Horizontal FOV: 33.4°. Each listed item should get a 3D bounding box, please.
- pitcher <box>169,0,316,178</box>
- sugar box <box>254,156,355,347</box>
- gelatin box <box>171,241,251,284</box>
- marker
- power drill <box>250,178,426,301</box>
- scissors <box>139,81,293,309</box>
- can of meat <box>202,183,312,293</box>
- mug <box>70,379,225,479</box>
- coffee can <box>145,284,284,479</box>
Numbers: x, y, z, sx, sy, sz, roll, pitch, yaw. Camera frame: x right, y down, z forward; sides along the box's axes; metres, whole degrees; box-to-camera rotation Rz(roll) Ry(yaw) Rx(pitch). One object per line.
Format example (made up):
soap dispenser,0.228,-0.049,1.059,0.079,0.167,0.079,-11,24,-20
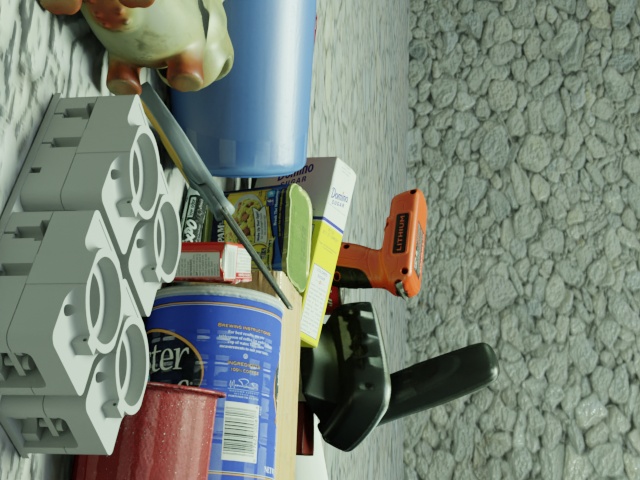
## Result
pitcher,-0.067,-0.177,0.859,0.149,0.145,0.243,-23,116,-67
sugar box,-0.030,0.009,1.005,0.048,0.093,0.176,38,61,-50
gelatin box,-0.095,0.017,0.784,0.089,0.073,0.030,16,74,-81
marker,-0.108,0.002,0.868,0.020,0.020,0.121,78,14,-49
power drill,0.010,-0.012,1.068,0.057,0.188,0.184,51,41,-64
scissors,-0.075,-0.026,0.769,0.202,0.016,0.096,56,-7,10
can of meat,-0.056,0.001,0.956,0.057,0.084,0.102,44,45,-59
mug,-0.113,0.131,0.661,0.117,0.093,0.081,-17,-115,62
coffee can,-0.080,0.112,0.770,0.103,0.103,0.140,62,29,-70
